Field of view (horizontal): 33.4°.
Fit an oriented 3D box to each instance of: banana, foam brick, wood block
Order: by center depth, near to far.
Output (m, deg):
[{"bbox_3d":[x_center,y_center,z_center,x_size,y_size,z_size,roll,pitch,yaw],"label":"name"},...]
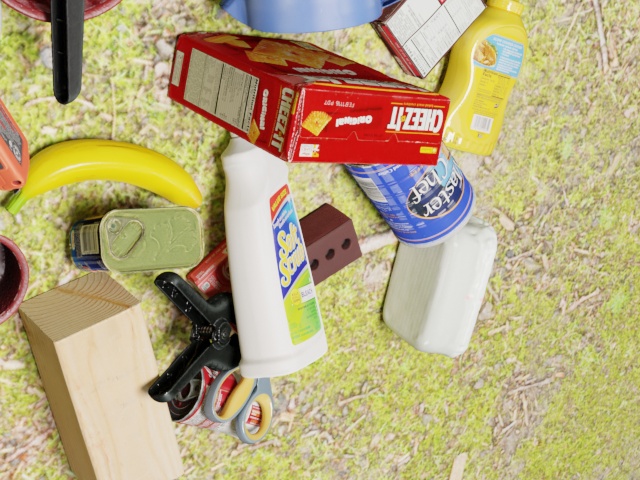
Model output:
[{"bbox_3d":[-0.192,-0.061,0.986,0.197,0.037,0.070,-2,129,-35],"label":"banana"},{"bbox_3d":[-0.208,0.146,1.030,0.090,0.091,0.206,-25,123,-27],"label":"wood block"},{"bbox_3d":[-0.003,0.006,1.144,0.078,0.051,0.053,-33,127,-21],"label":"foam brick"}]

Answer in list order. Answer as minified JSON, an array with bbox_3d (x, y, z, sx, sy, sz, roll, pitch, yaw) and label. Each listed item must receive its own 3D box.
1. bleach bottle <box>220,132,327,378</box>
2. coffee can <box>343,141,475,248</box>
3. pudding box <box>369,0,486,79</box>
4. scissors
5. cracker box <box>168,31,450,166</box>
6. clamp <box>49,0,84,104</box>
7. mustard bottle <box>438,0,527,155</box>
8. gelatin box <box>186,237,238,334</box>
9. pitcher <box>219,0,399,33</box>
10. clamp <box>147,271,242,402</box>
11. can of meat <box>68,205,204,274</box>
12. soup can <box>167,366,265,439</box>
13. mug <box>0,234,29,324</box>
[{"bbox_3d":[-0.057,0.001,1.051,0.102,0.068,0.251,-21,101,-61],"label":"bleach bottle"},{"bbox_3d":[0.093,-0.074,1.145,0.102,0.103,0.140,-47,130,-10],"label":"coffee can"},{"bbox_3d":[0.113,-0.241,1.126,0.113,0.039,0.090,-48,131,-7],"label":"pudding box"},{"bbox_3d":[-0.051,0.133,1.134,0.201,0.016,0.096,-46,119,-40],"label":"scissors"},{"bbox_3d":[-0.014,-0.131,0.965,0.163,0.214,0.072,-2,112,-36],"label":"cracker box"},{"bbox_3d":[-0.209,-0.224,0.809,0.164,0.036,0.210,23,91,-53],"label":"clamp"},{"bbox_3d":[0.182,-0.194,1.185,0.096,0.058,0.192,8,106,-40],"label":"mustard bottle"},{"bbox_3d":[-0.087,0.044,1.113,0.073,0.030,0.089,-44,130,-12],"label":"gelatin box"},{"bbox_3d":[-0.005,-0.312,0.946,0.149,0.145,0.243,-31,126,-48],"label":"pitcher"},{"bbox_3d":[-0.111,0.081,1.039,0.171,0.039,0.120,-16,113,-61],"label":"clamp"},{"bbox_3d":[-0.172,0.000,0.986,0.101,0.084,0.057,-5,91,-35],"label":"can of meat"},{"bbox_3d":[-0.110,0.169,1.129,0.102,0.069,0.068,26,94,-42],"label":"soup can"},{"bbox_3d":[-0.316,0.024,0.900,0.117,0.082,0.093,-12,117,-33],"label":"mug"}]
